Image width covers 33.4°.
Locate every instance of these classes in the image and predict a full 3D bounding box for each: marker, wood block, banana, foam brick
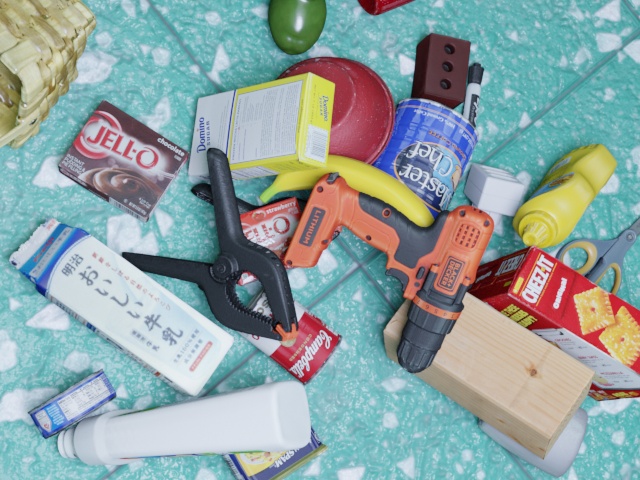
[{"bbox_3d":[0.179,-0.155,1.276,0.020,0.020,0.121,12,78,-12],"label":"marker"},{"bbox_3d":[0.178,0.133,1.150,0.206,0.090,0.090,32,72,20],"label":"wood block"},{"bbox_3d":[0.038,-0.049,1.125,0.198,0.037,0.069,15,94,10],"label":"banana"},{"bbox_3d":[0.141,-0.197,1.257,0.053,0.051,0.078,10,78,-13],"label":"foam brick"}]

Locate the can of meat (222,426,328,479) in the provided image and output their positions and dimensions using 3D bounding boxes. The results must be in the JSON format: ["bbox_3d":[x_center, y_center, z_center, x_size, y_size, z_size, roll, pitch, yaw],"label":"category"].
[{"bbox_3d":[-0.057,0.212,1.136,0.102,0.057,0.084,-30,86,-17],"label":"can of meat"}]

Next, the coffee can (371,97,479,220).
[{"bbox_3d":[0.105,-0.074,1.201,0.102,0.103,0.140,28,75,-8],"label":"coffee can"}]

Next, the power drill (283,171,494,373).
[{"bbox_3d":[0.062,0.025,1.085,0.187,0.057,0.184,23,103,3],"label":"power drill"}]

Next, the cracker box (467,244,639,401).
[{"bbox_3d":[0.275,0.095,1.181,0.213,0.164,0.072,32,73,-7],"label":"cracker box"}]

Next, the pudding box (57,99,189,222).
[{"bbox_3d":[-0.213,-0.085,1.158,0.113,0.039,0.090,32,75,-6],"label":"pudding box"}]

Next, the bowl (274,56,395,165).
[{"bbox_3d":[-0.001,-0.144,1.176,0.162,0.055,0.162,-5,68,12],"label":"bowl"}]

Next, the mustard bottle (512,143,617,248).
[{"bbox_3d":[0.265,-0.041,1.195,0.058,0.096,0.191,52,39,-3],"label":"mustard bottle"}]

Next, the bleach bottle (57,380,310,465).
[{"bbox_3d":[-0.143,0.190,1.073,0.251,0.102,0.068,-10,80,17],"label":"bleach bottle"}]

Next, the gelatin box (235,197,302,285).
[{"bbox_3d":[-0.058,0.001,1.147,0.089,0.030,0.073,-18,87,-9],"label":"gelatin box"}]

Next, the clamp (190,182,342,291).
[{"bbox_3d":[-0.062,0.002,1.182,0.171,0.039,0.120,5,87,-7],"label":"clamp"}]

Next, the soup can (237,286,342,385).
[{"bbox_3d":[-0.036,0.099,1.155,0.102,0.069,0.068,39,74,-4],"label":"soup can"}]

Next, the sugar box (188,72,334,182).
[{"bbox_3d":[-0.065,-0.116,1.133,0.048,0.177,0.093,16,76,-42],"label":"sugar box"}]

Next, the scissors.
[{"bbox_3d":[0.354,-0.008,1.296,0.096,0.016,0.201,33,74,-6],"label":"scissors"}]

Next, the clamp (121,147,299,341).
[{"bbox_3d":[-0.106,0.032,1.113,0.165,0.036,0.210,-41,77,18],"label":"clamp"}]

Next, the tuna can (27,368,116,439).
[{"bbox_3d":[-0.250,0.166,1.082,0.086,0.086,0.034,-31,90,-17],"label":"tuna can"}]
